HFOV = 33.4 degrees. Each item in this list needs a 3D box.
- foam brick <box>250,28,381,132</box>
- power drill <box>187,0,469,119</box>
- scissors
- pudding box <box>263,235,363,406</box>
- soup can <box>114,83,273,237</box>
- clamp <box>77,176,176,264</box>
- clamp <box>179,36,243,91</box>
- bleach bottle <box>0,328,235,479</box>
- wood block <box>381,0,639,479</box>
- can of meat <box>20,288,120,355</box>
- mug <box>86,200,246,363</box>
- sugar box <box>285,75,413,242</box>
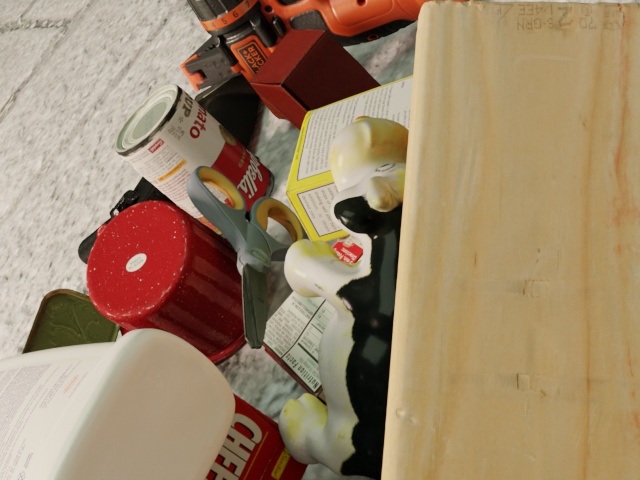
[{"bbox_3d":[0.001,-0.104,0.748,0.051,0.078,0.053,-54,30,-9],"label":"foam brick"},{"bbox_3d":[-0.001,-0.188,0.765,0.188,0.184,0.057,-21,38,23],"label":"power drill"},{"bbox_3d":[-0.054,0.001,0.640,0.016,0.096,0.201,-54,2,18],"label":"scissors"},{"bbox_3d":[0.025,0.037,0.587,0.113,0.039,0.090,-51,30,-2],"label":"pudding box"},{"bbox_3d":[-0.093,-0.058,0.790,0.069,0.102,0.068,-33,32,24],"label":"soup can"},{"bbox_3d":[-0.156,-0.013,0.861,0.120,0.039,0.171,-53,12,5],"label":"clamp"},{"bbox_3d":[-0.019,-0.189,0.888,0.210,0.036,0.165,-36,29,-7],"label":"clamp"},{"bbox_3d":[-0.153,0.096,0.530,0.251,0.068,0.102,-6,48,49],"label":"bleach bottle"},{"bbox_3d":[0.075,0.024,0.394,0.090,0.091,0.206,3,70,10],"label":"wood block"},{"bbox_3d":[-0.185,0.099,0.742,0.102,0.057,0.084,-83,20,-47],"label":"can of meat"},{"bbox_3d":[-0.102,0.020,0.689,0.117,0.081,0.093,36,88,37],"label":"mug"},{"bbox_3d":[0.073,-0.060,0.588,0.176,0.048,0.093,-14,34,19],"label":"sugar box"}]
